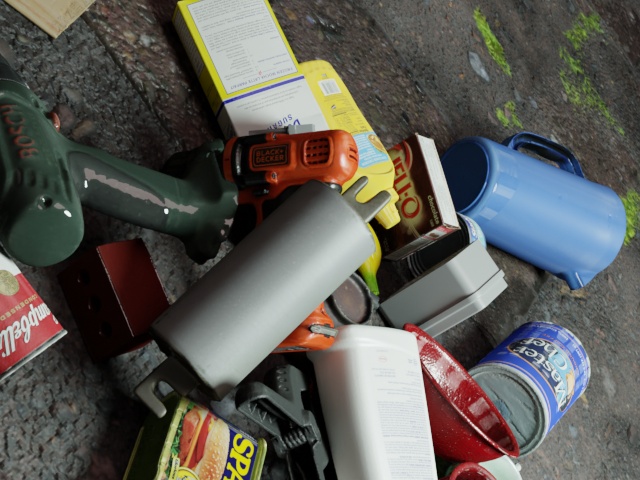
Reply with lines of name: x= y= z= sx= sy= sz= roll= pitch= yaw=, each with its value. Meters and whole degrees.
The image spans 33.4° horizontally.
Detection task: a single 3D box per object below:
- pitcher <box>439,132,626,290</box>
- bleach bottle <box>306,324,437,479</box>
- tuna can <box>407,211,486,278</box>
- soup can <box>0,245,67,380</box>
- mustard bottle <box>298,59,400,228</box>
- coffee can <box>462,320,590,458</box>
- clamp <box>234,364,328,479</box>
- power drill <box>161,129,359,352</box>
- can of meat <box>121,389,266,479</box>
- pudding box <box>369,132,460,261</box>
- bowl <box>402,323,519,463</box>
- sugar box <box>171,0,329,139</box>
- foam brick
pitcher: x=0.251 y=-0.051 z=1.310 sx=0.242 sy=0.145 sz=0.149 roll=20 pitch=19 yaw=-37
bleach bottle: x=0.053 y=0.201 z=0.892 sx=0.102 sy=0.068 sz=0.251 roll=11 pitch=63 yaw=-41
tuna can: x=0.138 y=0.010 z=1.164 sx=0.033 sy=0.086 sz=0.086 roll=17 pitch=52 yaw=-44
soup can: x=-0.229 y=0.042 z=0.722 sx=0.102 sy=0.069 sz=0.068 roll=54 pitch=36 yaw=-4
mustard bottle: x=0.025 y=-0.097 z=1.118 sx=0.192 sy=0.058 sz=0.096 roll=57 pitch=33 yaw=8
coffee can: x=0.216 y=0.156 z=1.135 sx=0.140 sy=0.103 sz=0.103 roll=-27 pitch=86 yaw=-54
clamp: x=-0.017 y=0.164 z=0.841 sx=0.210 sy=0.036 sz=0.164 roll=-70 pitch=139 yaw=-82
power drill: x=-0.056 y=0.001 z=0.904 sx=0.057 sy=0.185 sz=0.187 roll=18 pitch=70 yaw=-62
can of meat: x=-0.095 y=0.173 z=0.795 sx=0.084 sy=0.058 sz=0.102 roll=37 pitch=40 yaw=-22
pudding box: x=0.093 y=-0.046 z=1.147 sx=0.039 sy=0.090 sz=0.113 roll=7 pitch=60 yaw=-48
bowl: x=0.114 y=0.156 z=1.009 sx=0.162 sy=0.055 sz=0.162 roll=45 pitch=11 yaw=-12
sugar box: x=-0.069 y=-0.162 z=1.052 sx=0.093 sy=0.048 sz=0.176 roll=-20 pitch=82 yaw=-21
foam brick: x=-0.155 y=0.045 z=0.820 sx=0.051 sy=0.053 sz=0.078 roll=-13 pitch=74 yaw=-53
